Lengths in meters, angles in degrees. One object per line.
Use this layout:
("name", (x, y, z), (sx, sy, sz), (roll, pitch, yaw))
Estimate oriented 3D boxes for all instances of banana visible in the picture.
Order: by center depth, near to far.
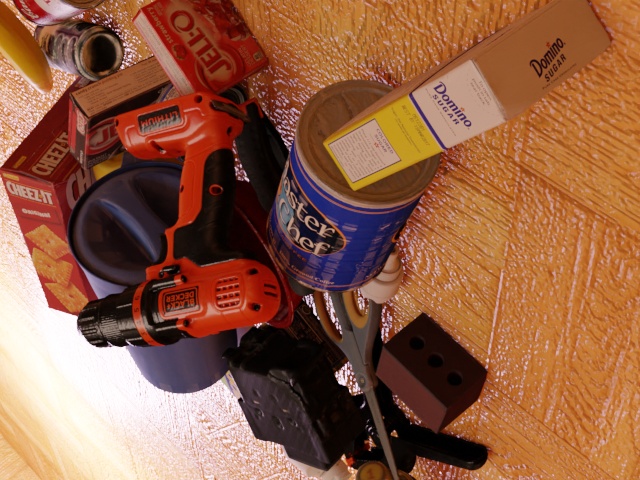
("banana", (-0.334, -0.222, 1.053), (0.197, 0.037, 0.070), (41, 156, -21))

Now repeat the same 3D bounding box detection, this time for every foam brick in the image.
("foam brick", (0.093, 0.112, 0.901), (0.078, 0.052, 0.051), (43, 151, 21))

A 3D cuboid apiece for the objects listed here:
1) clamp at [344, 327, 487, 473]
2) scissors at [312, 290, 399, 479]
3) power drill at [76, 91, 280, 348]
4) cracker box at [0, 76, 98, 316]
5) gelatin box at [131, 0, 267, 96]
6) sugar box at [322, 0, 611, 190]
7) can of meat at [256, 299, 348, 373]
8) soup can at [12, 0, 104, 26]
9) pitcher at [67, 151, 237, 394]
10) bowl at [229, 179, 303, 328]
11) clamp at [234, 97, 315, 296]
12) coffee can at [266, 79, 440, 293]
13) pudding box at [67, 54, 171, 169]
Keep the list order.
("clamp", (0.061, 0.171, 1.038), (0.164, 0.036, 0.210), (53, 149, 6))
("scissors", (0.047, 0.108, 0.945), (0.096, 0.016, 0.202), (-49, 60, 48))
("power drill", (-0.119, -0.012, 0.839), (0.185, 0.057, 0.187), (-11, 77, 27))
("cracker box", (-0.245, -0.044, 1.135), (0.072, 0.164, 0.214), (15, 140, 15))
("gelatin box", (-0.097, -0.161, 0.865), (0.089, 0.073, 0.030), (57, 153, -5))
("sugar box", (0.082, -0.086, 0.644), (0.048, 0.093, 0.176), (58, 154, -8))
("can of meat", (-0.025, 0.110, 1.087), (0.084, 0.057, 0.102), (51, 153, 2))
("soup can", (-0.247, -0.245, 1.016), (0.102, 0.068, 0.068), (2, 123, 57))
("pitcher", (-0.147, 0.038, 1.015), (0.145, 0.149, 0.243), (25, 151, 19))
("bowl", (-0.057, 0.001, 1.001), (0.162, 0.055, 0.162), (45, 156, 26))
("clamp", (-0.032, -0.034, 0.895), (0.171, 0.039, 0.120), (61, -171, -13))
("coffee can", (0.020, -0.036, 0.789), (0.103, 0.102, 0.140), (47, 153, 14))
("pudding box", (-0.181, -0.123, 1.002), (0.039, 0.113, 0.090), (52, 154, 12))
